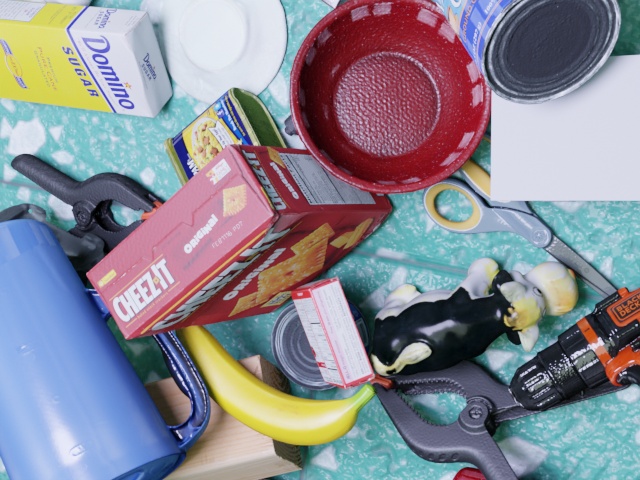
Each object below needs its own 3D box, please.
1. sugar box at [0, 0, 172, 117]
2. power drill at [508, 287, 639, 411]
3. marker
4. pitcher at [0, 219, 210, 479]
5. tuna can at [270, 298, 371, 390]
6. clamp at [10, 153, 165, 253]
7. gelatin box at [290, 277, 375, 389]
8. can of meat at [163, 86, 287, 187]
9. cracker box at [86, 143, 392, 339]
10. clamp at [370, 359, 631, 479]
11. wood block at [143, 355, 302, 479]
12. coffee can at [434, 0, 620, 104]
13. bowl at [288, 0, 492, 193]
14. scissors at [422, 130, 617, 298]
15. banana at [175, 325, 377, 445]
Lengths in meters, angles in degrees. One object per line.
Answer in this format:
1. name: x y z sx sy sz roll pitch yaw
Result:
1. sugar box: -0.230 -0.168 0.979 0.176 0.048 0.093 11 138 23
2. power drill: 0.244 0.115 0.776 0.184 0.057 0.188 -35 40 11
3. marker: 0.010 -0.135 0.918 0.020 0.020 0.121 48 113 8
4. pitcher: -0.211 0.102 0.871 0.145 0.149 0.243 -41 71 33
5. tuna can: 0.000 0.090 0.955 0.086 0.033 0.086 4 101 22
6. clamp: -0.224 -0.016 1.029 0.172 0.039 0.120 10 114 24
7. gelatin box: 0.010 0.077 0.888 0.030 0.073 0.089 -21 90 -14
8. can of meat: -0.078 -0.072 0.936 0.084 0.057 0.102 -38 63 22
9. cracker box: -0.056 0.001 0.862 0.164 0.213 0.072 -40 75 23
10. clamp: 0.132 0.158 0.874 0.210 0.036 0.164 9 59 27
11. wood block: -0.131 0.178 0.956 0.206 0.090 0.091 -15 67 11
12. coffee can: 0.139 -0.181 0.775 0.103 0.102 0.140 -45 42 23
13. bowl: 0.055 -0.115 0.865 0.162 0.055 0.162 0 87 0
14. scissors: 0.161 0.001 0.880 0.096 0.016 0.202 -36 84 21
15. banana: -0.046 0.122 0.877 0.198 0.037 0.069 17 84 27
